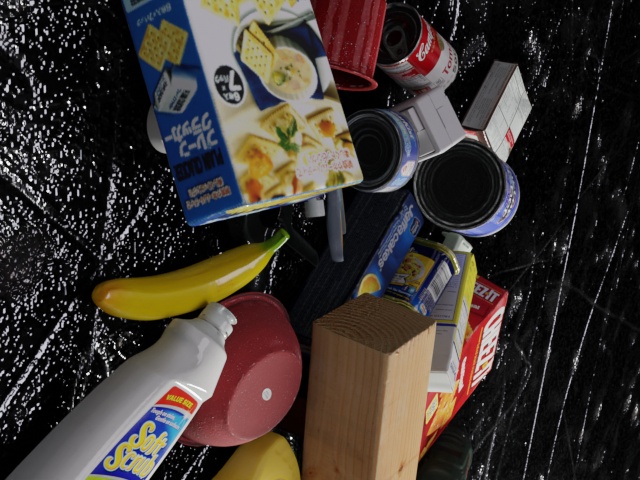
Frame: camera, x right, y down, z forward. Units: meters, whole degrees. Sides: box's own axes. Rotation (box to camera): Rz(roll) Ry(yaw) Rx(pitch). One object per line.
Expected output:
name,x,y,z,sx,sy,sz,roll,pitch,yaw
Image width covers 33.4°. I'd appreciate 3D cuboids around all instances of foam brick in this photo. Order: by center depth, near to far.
foam brick,-0.002,0.170,1.133,0.078,0.053,0.051,-29,126,-49

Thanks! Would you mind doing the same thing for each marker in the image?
marker,-0.011,-0.083,1.021,0.020,0.020,0.121,-10,95,-55

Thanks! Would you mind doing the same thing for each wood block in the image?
wood block,0.046,0.170,1.065,0.090,0.090,0.206,-26,128,-48

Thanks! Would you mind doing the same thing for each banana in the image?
banana,-0.115,0.034,0.906,0.197,0.037,0.070,-21,145,-40

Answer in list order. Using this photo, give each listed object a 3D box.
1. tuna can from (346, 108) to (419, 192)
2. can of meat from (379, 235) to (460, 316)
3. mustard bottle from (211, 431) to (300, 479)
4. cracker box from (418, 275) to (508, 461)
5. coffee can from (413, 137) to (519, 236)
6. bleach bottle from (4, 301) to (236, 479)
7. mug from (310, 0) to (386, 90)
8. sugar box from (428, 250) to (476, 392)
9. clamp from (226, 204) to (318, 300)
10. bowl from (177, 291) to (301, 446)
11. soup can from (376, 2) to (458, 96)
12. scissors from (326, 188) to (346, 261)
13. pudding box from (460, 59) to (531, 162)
tuna can,0.056,-0.091,1.084,0.033,0.086,0.086,-5,107,-54
can of meat,0.088,0.042,1.173,0.084,0.102,0.057,-56,143,-24
mustard bottle,-0.096,0.274,1.029,0.191,0.058,0.096,-43,141,-39
cracker box,0.139,0.163,1.284,0.213,0.072,0.164,-44,152,-35
coffee can,0.169,-0.058,1.219,0.140,0.103,0.103,9,96,-74
bleach bottle,-0.156,0.146,0.860,0.250,0.068,0.102,-52,144,-24
mug,0.004,-0.191,0.976,0.117,0.093,0.081,13,87,-21
sugar box,0.116,0.088,1.196,0.048,0.093,0.176,67,31,-44
clamp,-0.057,0.001,0.998,0.120,0.039,0.171,-55,143,-33
bowl,-0.069,0.131,0.986,0.161,0.055,0.162,-28,132,-36
soup can,0.095,-0.197,1.117,0.102,0.069,0.068,25,82,-57
scissors,0.010,-0.056,1.032,0.202,0.016,0.096,79,9,-57
pudding box,0.223,-0.158,1.353,0.113,0.039,0.090,-62,145,-22
